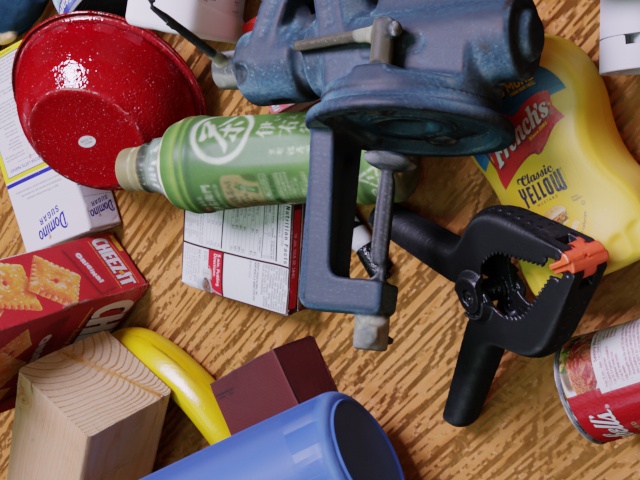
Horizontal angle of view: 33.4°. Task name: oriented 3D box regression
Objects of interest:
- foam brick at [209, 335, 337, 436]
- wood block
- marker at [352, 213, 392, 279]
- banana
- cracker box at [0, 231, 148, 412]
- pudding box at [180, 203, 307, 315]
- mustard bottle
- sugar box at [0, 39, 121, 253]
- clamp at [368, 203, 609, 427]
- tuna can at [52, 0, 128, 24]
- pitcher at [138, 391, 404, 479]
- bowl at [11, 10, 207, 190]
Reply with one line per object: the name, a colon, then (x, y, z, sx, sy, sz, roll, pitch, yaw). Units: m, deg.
foam brick: (-0.036, 0.114, 0.822, 0.078, 0.051, 0.053, -31, 79, 36)
wood block: (-0.204, 0.192, 0.914, 0.091, 0.090, 0.206, 37, 130, 26)
marker: (0.015, -0.021, 0.777, 0.020, 0.020, 0.121, -43, 73, 34)
banana: (-0.122, 0.123, 0.900, 0.198, 0.037, 0.070, 29, 132, 30)
cracker box: (-0.268, 0.086, 0.887, 0.072, 0.213, 0.164, 52, 124, 15)
pudding box: (-0.055, 0.001, 0.823, 0.114, 0.039, 0.090, 13, 106, 32)
mustard bottle: (0.135, -0.067, 0.655, 0.096, 0.058, 0.191, -32, 79, 47)
sugar box: (-0.242, -0.084, 0.942, 0.094, 0.048, 0.176, -16, 92, 37)
clamp: (0.100, 0.023, 0.670, 0.164, 0.036, 0.210, 65, 154, 10)
tuna can: (-0.166, -0.195, 0.838, 0.086, 0.085, 0.034, -39, 74, 35)
pitcher: (-0.058, 0.205, 0.779, 0.243, 0.145, 0.149, -31, 38, 21)
bowl: (-0.173, -0.094, 0.829, 0.162, 0.055, 0.162, 7, 131, 8)
